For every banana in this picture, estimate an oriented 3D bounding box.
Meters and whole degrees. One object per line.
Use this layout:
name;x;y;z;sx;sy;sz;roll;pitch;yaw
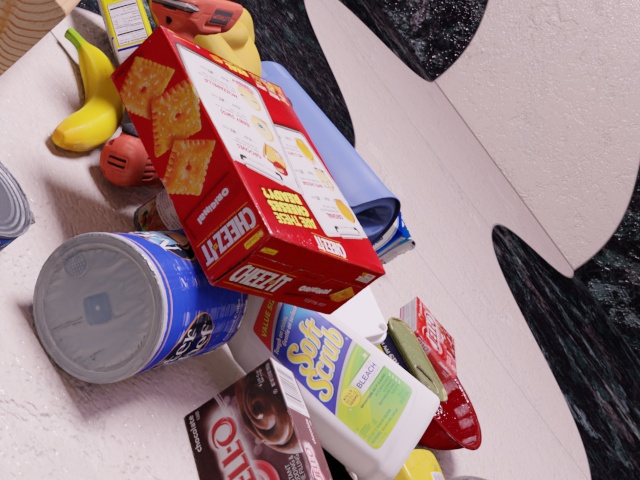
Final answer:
banana;-0.215;-0.130;0.996;0.069;0.037;0.198;22;30;-25

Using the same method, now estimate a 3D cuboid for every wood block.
wood block;-0.261;-0.222;0.923;0.090;0.091;0.206;47;14;-20

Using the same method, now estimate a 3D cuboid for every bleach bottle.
bleach bottle;-0.024;0.099;0.912;0.251;0.068;0.102;38;63;-1

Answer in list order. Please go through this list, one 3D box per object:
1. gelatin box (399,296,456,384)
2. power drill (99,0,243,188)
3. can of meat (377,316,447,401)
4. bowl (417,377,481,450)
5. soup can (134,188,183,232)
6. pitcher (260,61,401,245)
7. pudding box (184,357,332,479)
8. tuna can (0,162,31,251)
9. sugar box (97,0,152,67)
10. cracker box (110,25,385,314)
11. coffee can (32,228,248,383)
gelatin box;0.123;0.115;1.222;0.073;0.030;0.089;49;19;-15
power drill;-0.129;-0.139;1.006;0.057;0.188;0.184;18;11;15
can of meat;0.072;0.146;1.130;0.057;0.084;0.102;19;38;-61
bowl;0.117;0.182;1.226;0.162;0.055;0.162;47;19;-22
soup can;-0.109;-0.031;0.969;0.068;0.102;0.068;47;19;-22
pitcher;-0.023;-0.086;1.249;0.144;0.149;0.243;-17;61;-37
pudding box;-0.047;0.159;0.798;0.039;0.090;0.113;37;24;-46
tuna can;-0.243;-0.029;0.735;0.086;0.034;0.086;47;19;-22
sugar box;-0.191;-0.196;1.100;0.093;0.048;0.176;83;-14;-54
cracker box;-0.058;-0.052;0.850;0.164;0.072;0.214;19;37;-54
coffee can;-0.127;0.043;0.784;0.103;0.103;0.140;57;18;10
